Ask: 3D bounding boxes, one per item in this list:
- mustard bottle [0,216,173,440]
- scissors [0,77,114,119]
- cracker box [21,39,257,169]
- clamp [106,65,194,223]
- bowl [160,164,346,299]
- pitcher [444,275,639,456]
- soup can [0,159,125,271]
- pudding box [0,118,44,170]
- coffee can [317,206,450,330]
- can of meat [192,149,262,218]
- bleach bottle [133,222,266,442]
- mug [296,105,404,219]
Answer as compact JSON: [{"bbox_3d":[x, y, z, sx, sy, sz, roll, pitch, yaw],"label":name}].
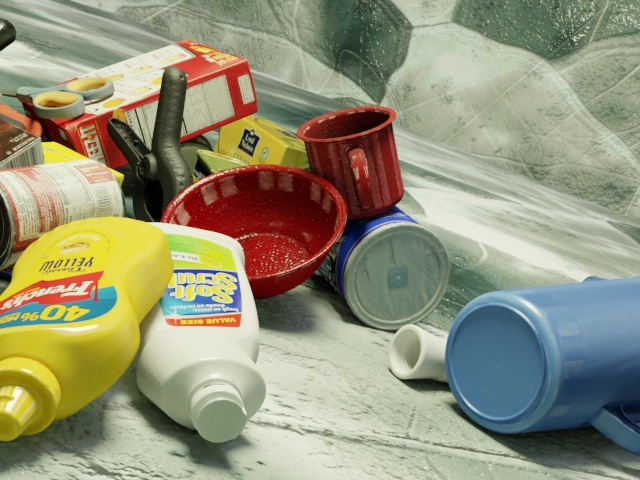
[{"bbox_3d":[-0.149,0.051,0.608,0.096,0.058,0.191,-5,25,7],"label":"mustard bottle"},{"bbox_3d":[-0.295,-0.162,1.146,0.096,0.016,0.202,-27,31,-30],"label":"scissors"},{"bbox_3d":[-0.199,-0.148,1.177,0.213,0.072,0.164,-25,29,-22],"label":"cracker box"},{"bbox_3d":[-0.162,-0.069,1.023,0.039,0.171,0.120,6,-18,-37],"label":"clamp"},{"bbox_3d":[-0.056,0.001,0.928,0.162,0.055,0.162,-3,39,3],"label":"bowl"},{"bbox_3d":[0.221,0.101,0.874,0.242,0.145,0.149,1,1,-44],"label":"pitcher"},{"bbox_3d":[-0.194,-0.019,0.736,0.069,0.068,0.102,27,24,30],"label":"soup can"},{"bbox_3d":[-0.290,-0.057,0.847,0.090,0.039,0.113,26,46,26],"label":"pudding box"},{"bbox_3d":[0.050,0.012,1.023,0.102,0.103,0.140,14,13,-22],"label":"coffee can"},{"bbox_3d":[-0.099,-0.032,1.035,0.057,0.084,0.102,14,13,-23],"label":"can of meat"},{"bbox_3d":[-0.080,0.061,0.717,0.102,0.068,0.251,12,16,-20],"label":"bleach bottle"},{"bbox_3d":[0.033,-0.067,0.973,0.093,0.081,0.117,-14,22,-3],"label":"mug"}]
